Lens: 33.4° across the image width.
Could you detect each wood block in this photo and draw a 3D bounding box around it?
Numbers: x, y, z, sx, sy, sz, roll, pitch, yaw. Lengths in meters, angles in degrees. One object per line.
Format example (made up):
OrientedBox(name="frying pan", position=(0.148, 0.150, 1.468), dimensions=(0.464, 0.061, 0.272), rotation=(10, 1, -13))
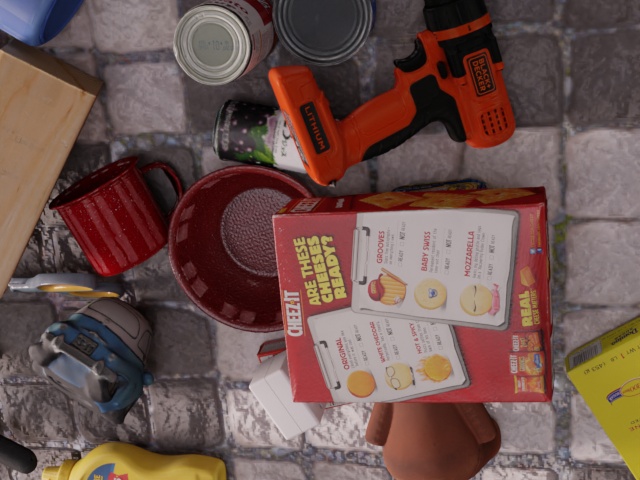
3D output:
OrientedBox(name="wood block", position=(-0.282, -0.065, 0.961), dimensions=(0.090, 0.091, 0.206), rotation=(26, 102, -13))

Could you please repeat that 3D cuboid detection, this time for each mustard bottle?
OrientedBox(name="mustard bottle", position=(-0.196, 0.259, 1.108), dimensions=(0.192, 0.058, 0.096), rotation=(8, 110, 9))

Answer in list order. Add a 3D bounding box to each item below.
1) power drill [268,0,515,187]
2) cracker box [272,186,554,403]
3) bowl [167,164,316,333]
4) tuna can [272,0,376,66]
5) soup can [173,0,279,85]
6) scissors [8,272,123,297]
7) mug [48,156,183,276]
OrientedBox(name="power drill", position=(0.057, -0.139, 0.876), dimensions=(0.187, 0.057, 0.184), rotation=(-22, 107, -4))
OrientedBox(name="cracker box", position=(0.079, 0.045, 0.869), dimensions=(0.214, 0.072, 0.164), rotation=(-2, 104, 14))
OrientedBox(name="bowl", position=(-0.056, 0.001, 0.985), dimensions=(0.162, 0.055, 0.162), rotation=(4, 111, 10))
OrientedBox(name="tuna can", position=(0.004, -0.194, 0.911), dimensions=(0.086, 0.033, 0.086), rotation=(4, 111, 10))
OrientedBox(name="soup can", position=(-0.078, -0.173, 0.899), dimensions=(0.068, 0.102, 0.068), rotation=(4, 111, 11))
OrientedBox(name="scissors", position=(-0.277, 0.046, 1.061), dimensions=(0.202, 0.096, 0.016), rotation=(-5, 76, 42))
OrientedBox(name="mug", position=(-0.181, -0.027, 0.991), dimensions=(0.117, 0.093, 0.081), rotation=(-34, 109, -16))
